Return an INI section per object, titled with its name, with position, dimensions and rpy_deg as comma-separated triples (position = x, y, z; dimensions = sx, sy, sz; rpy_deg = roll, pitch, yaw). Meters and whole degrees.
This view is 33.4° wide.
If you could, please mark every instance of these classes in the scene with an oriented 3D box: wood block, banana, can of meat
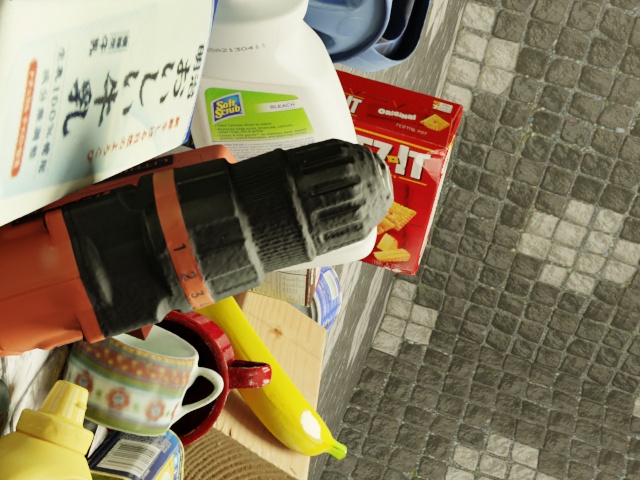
[wood block]
position = -0.061, 0.134, 0.872
dimensions = 0.090, 0.090, 0.206
rpy_deg = -48, -165, 25
[banana]
position = -0.053, 0.090, 0.800
dimensions = 0.037, 0.198, 0.069
rpy_deg = -37, 170, -2
[can of meat]
position = -0.121, 0.171, 0.655
dimensions = 0.084, 0.057, 0.102
rpy_deg = -52, 150, -73

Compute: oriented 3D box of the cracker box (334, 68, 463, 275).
[cracker box]
position = 0.043, -0.066, 1.106
dimensions = 0.214, 0.164, 0.072
rpy_deg = 98, 11, -53

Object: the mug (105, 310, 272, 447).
[mug]
position = -0.091, 0.090, 0.729
dimensions = 0.081, 0.117, 0.093
rpy_deg = -11, 98, -86

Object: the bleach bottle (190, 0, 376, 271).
[bleach bottle]
position = -0.024, -0.075, 0.608
dimensions = 0.251, 0.102, 0.068
rpy_deg = 81, 2, -57

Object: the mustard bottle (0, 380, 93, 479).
[mustard bottle]
position = -0.166, 0.166, 0.559
dimensions = 0.096, 0.058, 0.191
rpy_deg = 48, 57, -59

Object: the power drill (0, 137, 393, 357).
[power drill]
position = -0.067, -0.006, 0.455
dimensions = 0.187, 0.184, 0.057
rpy_deg = -116, -169, -83
